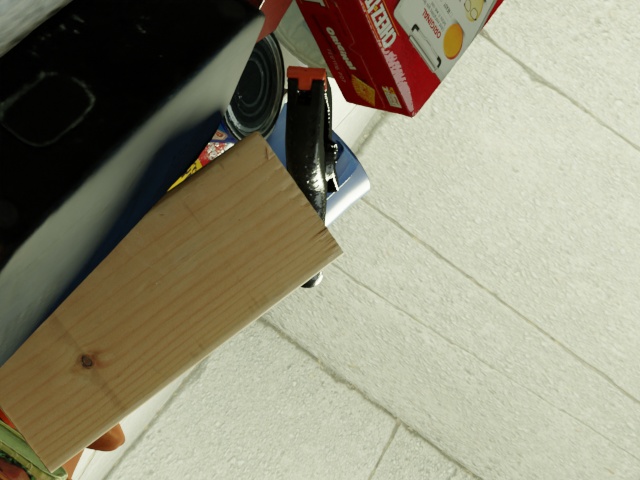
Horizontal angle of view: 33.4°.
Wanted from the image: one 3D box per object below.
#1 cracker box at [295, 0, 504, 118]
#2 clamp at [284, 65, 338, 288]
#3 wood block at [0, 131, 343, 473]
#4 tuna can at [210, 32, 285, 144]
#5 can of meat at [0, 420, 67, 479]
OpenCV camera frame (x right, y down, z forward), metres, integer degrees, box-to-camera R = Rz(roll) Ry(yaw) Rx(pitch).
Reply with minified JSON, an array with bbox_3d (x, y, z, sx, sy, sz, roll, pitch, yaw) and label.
[{"bbox_3d":[0.068,-0.218,0.725,0.213,0.072,0.164,-52,136,-22],"label":"cracker box"},{"bbox_3d":[-0.005,-0.063,0.799,0.120,0.039,0.171,-86,178,-53],"label":"clamp"},{"bbox_3d":[-0.101,0.033,0.637,0.206,0.091,0.090,-36,-173,-12],"label":"wood block"},{"bbox_3d":[-0.058,-0.107,0.721,0.086,0.034,0.086,-24,117,-59],"label":"tuna can"},{"bbox_3d":[-0.266,0.196,0.856,0.084,0.102,0.057,-55,178,-3],"label":"can of meat"}]
